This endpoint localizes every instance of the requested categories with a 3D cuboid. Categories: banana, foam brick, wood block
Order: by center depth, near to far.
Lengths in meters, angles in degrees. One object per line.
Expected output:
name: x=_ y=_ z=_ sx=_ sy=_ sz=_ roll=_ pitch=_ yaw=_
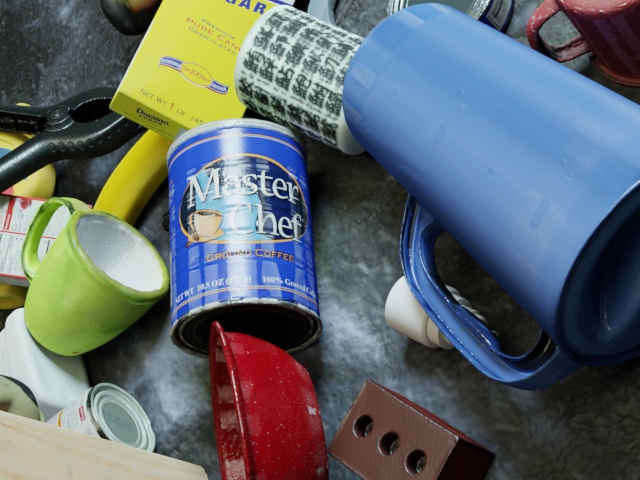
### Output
foam brick: x=0.054 y=0.127 z=0.640 sx=0.078 sy=0.051 sz=0.053 roll=27 pitch=87 yaw=41
wood block: x=-0.155 y=0.183 z=0.670 sx=0.091 sy=0.205 sz=0.090 roll=-45 pitch=50 yaw=13
banana: x=-0.133 y=-0.056 z=0.874 sx=0.198 sy=0.037 sz=0.070 roll=-40 pitch=51 yaw=16

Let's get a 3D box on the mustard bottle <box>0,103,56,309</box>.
mustard bottle: x=-0.289 y=-0.035 z=0.968 sx=0.096 sy=0.058 sz=0.191 roll=-2 pitch=68 yaw=27

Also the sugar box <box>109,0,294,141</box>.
sugar box: x=-0.083 y=-0.159 z=0.825 sx=0.048 sy=0.093 sz=0.176 roll=-27 pitch=39 yaw=66

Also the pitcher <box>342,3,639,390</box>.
pitcher: x=0.110 y=-0.039 z=0.627 sx=0.149 sy=0.145 sz=0.243 roll=-23 pitch=42 yaw=-20

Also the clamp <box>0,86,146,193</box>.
clamp: x=-0.229 y=-0.100 z=0.926 sx=0.171 sy=0.039 sz=0.120 roll=-19 pitch=50 yaw=-7

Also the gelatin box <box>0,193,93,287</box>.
gelatin box: x=-0.242 y=0.002 z=0.905 sx=0.089 sy=0.030 sz=0.073 roll=8 pitch=70 yaw=-1

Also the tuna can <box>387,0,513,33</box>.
tuna can: x=0.092 y=-0.167 z=0.756 sx=0.086 sy=0.033 sz=0.086 roll=-16 pitch=61 yaw=31

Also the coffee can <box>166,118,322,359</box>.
coffee can: x=-0.055 y=0.001 z=0.745 sx=0.103 sy=0.102 sz=0.140 roll=-21 pitch=59 yaw=28

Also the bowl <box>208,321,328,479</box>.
bowl: x=-0.031 y=0.127 z=0.668 sx=0.055 sy=0.162 sz=0.162 roll=-7 pitch=57 yaw=-11

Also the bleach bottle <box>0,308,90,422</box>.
bleach bottle: x=-0.298 y=0.169 z=0.882 sx=0.251 sy=0.068 sz=0.103 roll=-40 pitch=51 yaw=19

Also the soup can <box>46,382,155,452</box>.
soup can: x=-0.181 y=0.161 z=0.791 sx=0.102 sy=0.068 sz=0.068 roll=-39 pitch=52 yaw=16
